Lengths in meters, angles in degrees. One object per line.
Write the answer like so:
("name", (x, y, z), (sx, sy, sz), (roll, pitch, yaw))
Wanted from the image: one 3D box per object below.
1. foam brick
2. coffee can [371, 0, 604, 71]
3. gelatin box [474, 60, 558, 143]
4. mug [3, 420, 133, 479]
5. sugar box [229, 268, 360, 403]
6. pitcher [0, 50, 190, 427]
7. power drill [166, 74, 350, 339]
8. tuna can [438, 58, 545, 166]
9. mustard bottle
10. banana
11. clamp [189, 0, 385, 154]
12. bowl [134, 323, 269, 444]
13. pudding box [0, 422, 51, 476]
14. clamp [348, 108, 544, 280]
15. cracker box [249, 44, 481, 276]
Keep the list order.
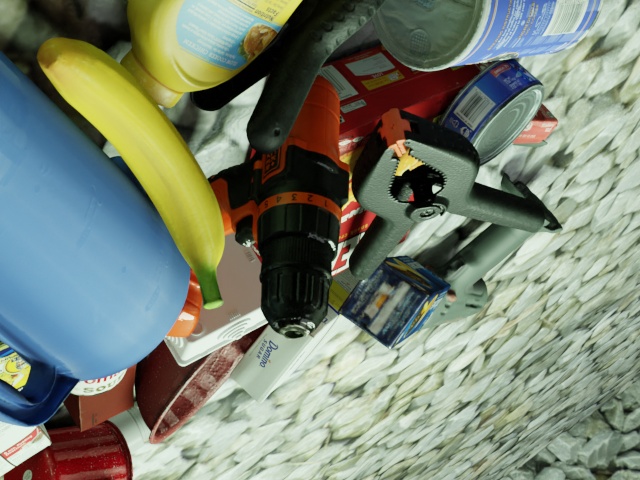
("foam brick", (-0.188, 0.111, 0.883), (0.052, 0.051, 0.078), (-24, 152, -27))
("coffee can", (0.117, -0.175, 0.742), (0.140, 0.103, 0.103), (-15, 147, -42))
("gelatin box", (0.149, -0.120, 0.898), (0.073, 0.089, 0.030), (-5, 140, -50))
("mug", (-0.220, 0.214, 0.947), (0.081, 0.117, 0.093), (2, 112, -49))
("sugar box", (-0.012, 0.081, 1.021), (0.093, 0.048, 0.176), (-52, 170, 25))
("pitcher", (-0.176, -0.008, 0.589), (0.145, 0.149, 0.242), (-32, 152, 0))
("power drill", (-0.055, 0.001, 0.708), (0.057, 0.184, 0.188), (27, 142, -32))
("tuna can", (0.130, -0.096, 0.813), (0.086, 0.034, 0.086), (-38, 160, -17))
("mustard bottle", (-0.054, -0.144, 0.613), (0.192, 0.058, 0.096), (-47, 153, 18))
("banana", (-0.097, -0.048, 0.607), (0.037, 0.070, 0.197), (-26, 129, 5))
("clamp", (-0.007, -0.126, 0.660), (0.171, 0.120, 0.039), (-46, 129, 8))
("bowl", (-0.111, 0.100, 0.933), (0.162, 0.055, 0.162), (-48, 171, -10))
("pudding box", (-0.276, 0.158, 0.860), (0.090, 0.039, 0.113), (-32, 153, -12))
("clamp", (0.069, -0.030, 0.805), (0.165, 0.036, 0.209), (-20, 151, 16))
("cracker box", (0.022, -0.055, 0.859), (0.163, 0.072, 0.214), (-24, 152, -31))
